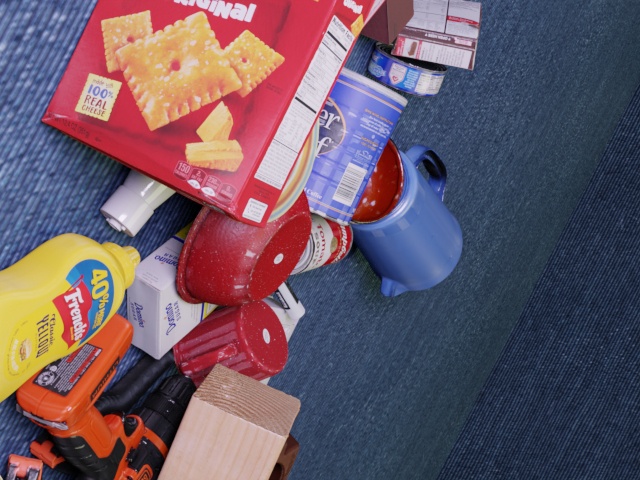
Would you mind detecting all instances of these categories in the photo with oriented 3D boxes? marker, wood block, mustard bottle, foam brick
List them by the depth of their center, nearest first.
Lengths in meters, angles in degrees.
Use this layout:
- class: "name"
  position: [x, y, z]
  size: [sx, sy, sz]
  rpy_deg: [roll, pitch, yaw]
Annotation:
- class: "mustard bottle"
  position: [-0.202, 0.048, 0.798]
  size: [0.191, 0.058, 0.096]
  rpy_deg: [-37, 142, -52]
- class: "wood block"
  position: [-0.102, 0.231, 0.973]
  size: [0.090, 0.090, 0.206]
  rpy_deg: [-57, 171, -75]
- class: "foam brick"
  position: [0.060, -0.249, 1.087]
  size: [0.053, 0.051, 0.078]
  rpy_deg: [-53, 157, -25]
- class: "marker"
  position: [-0.051, 0.034, 1.131]
  size: [0.020, 0.020, 0.121]
  rpy_deg: [-50, 125, -33]

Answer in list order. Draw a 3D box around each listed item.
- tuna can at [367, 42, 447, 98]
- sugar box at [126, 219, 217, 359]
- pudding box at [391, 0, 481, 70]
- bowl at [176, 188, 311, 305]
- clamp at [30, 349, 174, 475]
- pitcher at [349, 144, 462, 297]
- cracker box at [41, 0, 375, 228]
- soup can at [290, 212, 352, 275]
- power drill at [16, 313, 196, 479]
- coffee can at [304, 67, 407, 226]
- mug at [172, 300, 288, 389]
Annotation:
- class: "tuna can"
  position: [0.096, -0.191, 1.197]
  size: [0.086, 0.086, 0.034]
  rpy_deg: [-24, 138, -60]
- class: "sugar box"
  position: [-0.112, 0.024, 1.012]
  size: [0.176, 0.048, 0.093]
  rpy_deg: [-40, 150, -41]
- class: "pudding box"
  position: [0.129, -0.233, 1.168]
  size: [0.113, 0.090, 0.039]
  rpy_deg: [-74, 174, -57]
- class: "bowl"
  position: [-0.056, 0.001, 0.954]
  size: [0.162, 0.055, 0.162]
  rpy_deg: [-47, 157, -27]
- class: "clamp"
  position: [-0.202, 0.176, 0.990]
  size: [0.171, 0.039, 0.120]
  rpy_deg: [-29, 136, -52]
- class: "pitcher"
  position: [0.097, -0.039, 1.339]
  size: [0.145, 0.149, 0.242]
  rpy_deg: [-22, 157, 9]
- class: "cracker box"
  position: [-0.071, -0.139, 0.735]
  size: [0.214, 0.164, 0.072]
  rpy_deg: [-64, 162, 2]
- class: "soup can"
  position: [-0.015, -0.001, 1.185]
  size: [0.102, 0.069, 0.068]
  rpy_deg: [-14, 128, -63]
- class: "power drill"
  position: [-0.174, 0.146, 0.906]
  size: [0.184, 0.057, 0.187]
  rpy_deg: [-57, 150, -37]
- class: "coffee can"
  position: [0.012, -0.099, 1.078]
  size: [0.140, 0.103, 0.102]
  rpy_deg: [-65, 160, 5]
- class: "mug"
  position: [-0.092, 0.107, 1.050]
  size: [0.082, 0.093, 0.117]
  rpy_deg: [-24, 175, 27]
